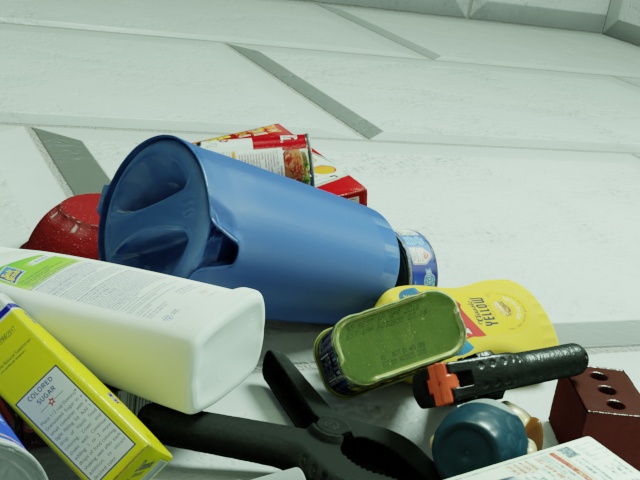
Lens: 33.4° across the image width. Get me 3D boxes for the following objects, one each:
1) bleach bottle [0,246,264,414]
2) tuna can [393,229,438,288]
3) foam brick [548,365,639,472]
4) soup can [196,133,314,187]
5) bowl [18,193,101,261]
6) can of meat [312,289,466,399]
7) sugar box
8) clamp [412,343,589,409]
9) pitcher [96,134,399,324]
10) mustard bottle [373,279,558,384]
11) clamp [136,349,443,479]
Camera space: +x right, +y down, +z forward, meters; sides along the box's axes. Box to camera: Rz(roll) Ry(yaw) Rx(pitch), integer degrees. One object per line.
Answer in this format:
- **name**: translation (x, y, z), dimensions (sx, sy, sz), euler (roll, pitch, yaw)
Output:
- **bleach bottle**: translation (-0.171, 0.044, 0.737), dimensions (0.251, 0.068, 0.102), euler (15, 22, 22)
- **tuna can**: translation (0.069, 0.032, 0.967), dimensions (0.033, 0.086, 0.086), euler (0, 22, -31)
- **foam brick**: translation (0.210, 0.134, 0.804), dimensions (0.053, 0.051, 0.078), euler (7, 20, -6)
- **soup can**: translation (-0.059, -0.060, 0.966), dimensions (0.102, 0.068, 0.068), euler (-5, 21, -5)
- **bowl**: translation (-0.195, -0.003, 0.980), dimensions (0.162, 0.055, 0.162), euler (8, 20, -3)
- **can of meat**: translation (0.051, 0.076, 0.792), dimensions (0.102, 0.057, 0.084), euler (-18, -10, -11)
- **sugar box**: translation (-0.168, 0.078, 0.631), dimensions (0.176, 0.048, 0.093), euler (44, -12, 11)
- **clamp**: translation (0.108, 0.101, 0.765), dimensions (0.120, 0.039, 0.171), euler (-28, -20, 32)
- **pitcher**: translation (-0.056, 0.001, 0.876), dimensions (0.242, 0.145, 0.149), euler (13, 49, -46)
- **mustard bottle**: translation (0.099, 0.078, 0.890), dimensions (0.191, 0.058, 0.096), euler (-2, 44, -27)
- **clamp**: translation (-0.006, 0.138, 0.706), dimensions (0.210, 0.036, 0.164), euler (26, 22, 31)
